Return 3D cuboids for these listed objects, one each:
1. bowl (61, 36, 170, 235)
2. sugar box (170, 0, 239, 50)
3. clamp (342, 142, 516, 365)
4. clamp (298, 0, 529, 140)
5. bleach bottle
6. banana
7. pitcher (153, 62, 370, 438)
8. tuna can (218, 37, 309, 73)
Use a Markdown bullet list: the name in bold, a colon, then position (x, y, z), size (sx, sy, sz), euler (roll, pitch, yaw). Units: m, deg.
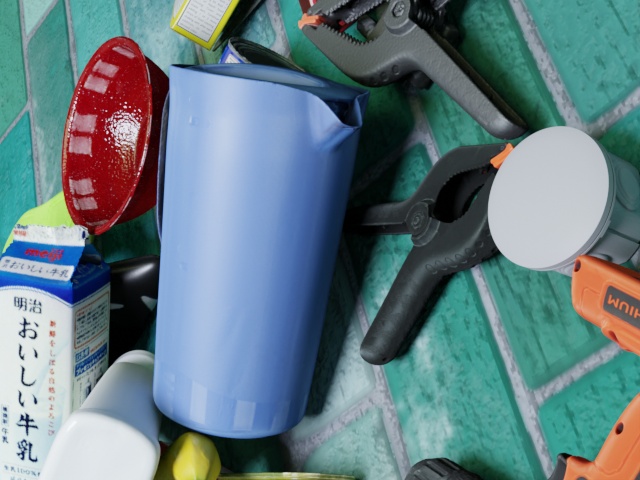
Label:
- **bowl**: position (-0.154, -0.081, 0.868), size (0.162, 0.055, 0.162), euler (-16, 70, 51)
- **sugar box**: position (-0.067, -0.256, 0.910), size (0.176, 0.048, 0.093), euler (-53, 19, 20)
- **clamp**: position (0.069, -0.012, 0.688), size (0.172, 0.039, 0.120), euler (-46, 48, 29)
- **clamp**: position (0.066, -0.139, 0.707), size (0.210, 0.036, 0.164), euler (-3, 78, 45)
- **bleach bottle**: position (-0.148, 0.133, 0.793), size (0.251, 0.068, 0.102), euler (-96, 31, -78)
- **banana**: position (-0.107, 0.175, 0.747), size (0.069, 0.037, 0.198), euler (-54, 2, -33)
- **pitcher**: position (-0.055, 0.001, 0.731), size (0.149, 0.145, 0.243), euler (-83, 2, -79)
- **tuna can**: position (-0.039, -0.119, 0.816), size (0.034, 0.086, 0.086), euler (-60, 40, 19)
